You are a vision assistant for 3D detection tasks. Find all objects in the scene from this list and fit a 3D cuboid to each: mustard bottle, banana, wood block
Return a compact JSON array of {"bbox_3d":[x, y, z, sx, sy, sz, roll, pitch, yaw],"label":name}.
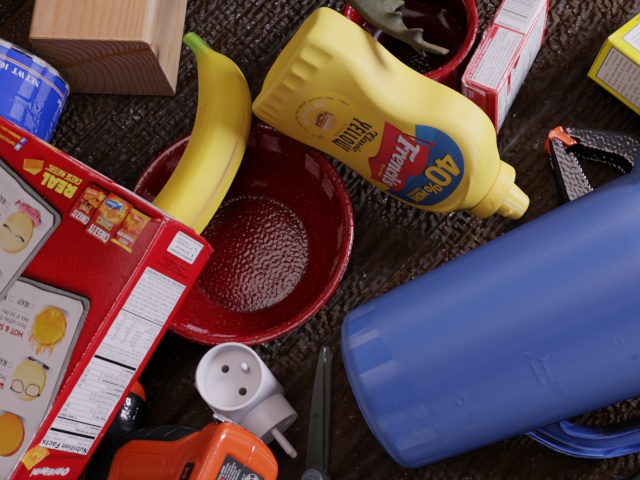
[{"bbox_3d":[0.056,-0.069,0.702,0.191,0.096,0.058,30,53,-12],"label":"mustard bottle"},{"bbox_3d":[-0.090,-0.047,0.718,0.070,0.037,0.197,10,72,29],"label":"banana"},{"bbox_3d":[-0.151,-0.224,0.813,0.091,0.090,0.206,3,72,7],"label":"wood block"}]

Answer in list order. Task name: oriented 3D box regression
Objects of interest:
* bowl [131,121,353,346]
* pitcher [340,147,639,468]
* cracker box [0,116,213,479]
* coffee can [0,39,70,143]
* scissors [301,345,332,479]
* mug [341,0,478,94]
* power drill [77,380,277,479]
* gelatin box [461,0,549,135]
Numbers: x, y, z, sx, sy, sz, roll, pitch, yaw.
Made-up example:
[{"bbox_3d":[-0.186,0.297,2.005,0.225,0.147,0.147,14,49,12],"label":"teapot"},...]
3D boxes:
[{"bbox_3d":[-0.055,0.001,0.745,0.162,0.055,0.162,-2,72,7],"label":"bowl"},{"bbox_3d":[0.145,0.058,0.655,0.243,0.145,0.149,-24,62,13],"label":"pitcher"},{"bbox_3d":[-0.188,0.052,0.659,0.164,0.072,0.213,29,86,29],"label":"cracker box"},{"bbox_3d":[-0.253,-0.065,0.768,0.103,0.103,0.140,15,74,11],"label":"coffee can"},{"bbox_3d":[0.010,0.169,0.688,0.096,0.016,0.201,5,71,38],"label":"scissors"},{"bbox_3d":[0.053,-0.138,0.762,0.117,0.081,0.093,7,73,9],"label":"mug"},{"bbox_3d":[-0.125,0.168,0.651,0.188,0.057,0.184,0,60,44],"label":"power drill"},{"bbox_3d":[0.129,-0.127,0.754,0.030,0.073,0.089,25,78,15],"label":"gelatin box"}]
